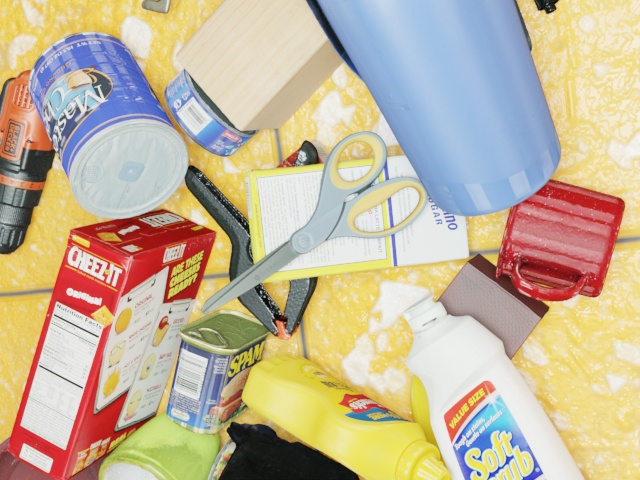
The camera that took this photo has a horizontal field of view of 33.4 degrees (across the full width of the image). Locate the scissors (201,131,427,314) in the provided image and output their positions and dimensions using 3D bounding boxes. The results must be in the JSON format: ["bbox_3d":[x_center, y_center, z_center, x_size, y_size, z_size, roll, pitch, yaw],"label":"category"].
[{"bbox_3d":[-0.014,-0.020,0.844,0.201,0.016,0.096,-20,94,-7],"label":"scissors"}]

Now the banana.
[{"bbox_3d":[0.126,0.178,0.912,0.070,0.037,0.198,-28,86,22],"label":"banana"}]

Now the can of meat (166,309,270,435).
[{"bbox_3d":[-0.092,0.117,0.957,0.057,0.102,0.084,19,105,18],"label":"can of meat"}]

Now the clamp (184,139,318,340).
[{"bbox_3d":[-0.056,0.001,0.928,0.120,0.039,0.171,-1,95,20],"label":"clamp"}]

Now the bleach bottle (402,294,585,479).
[{"bbox_3d":[0.135,0.161,0.850,0.103,0.068,0.251,-31,90,25],"label":"bleach bottle"}]

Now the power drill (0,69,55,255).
[{"bbox_3d":[-0.351,-0.096,1.057,0.188,0.057,0.184,20,100,15],"label":"power drill"}]

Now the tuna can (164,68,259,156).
[{"bbox_3d":[-0.095,-0.115,0.937,0.034,0.086,0.086,-40,82,22],"label":"tuna can"}]

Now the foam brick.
[{"bbox_3d":[0.142,0.056,0.884,0.078,0.051,0.053,39,108,12],"label":"foam brick"}]

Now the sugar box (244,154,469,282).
[{"bbox_3d":[0.030,-0.021,0.883,0.176,0.048,0.093,-6,95,-9],"label":"sugar box"}]

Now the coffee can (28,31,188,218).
[{"bbox_3d":[-0.188,-0.102,0.936,0.103,0.102,0.140,-49,49,19],"label":"coffee can"}]

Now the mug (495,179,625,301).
[{"bbox_3d":[0.185,0.004,0.830,0.081,0.117,0.093,16,133,14],"label":"mug"}]

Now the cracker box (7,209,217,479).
[{"bbox_3d":[-0.185,0.087,0.956,0.072,0.164,0.214,23,105,15],"label":"cracker box"}]

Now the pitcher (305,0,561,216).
[{"bbox_3d":[0.079,-0.140,0.773,0.145,0.149,0.242,-23,121,11],"label":"pitcher"}]

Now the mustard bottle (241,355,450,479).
[{"bbox_3d":[0.029,0.156,0.883,0.192,0.096,0.058,25,95,41],"label":"mustard bottle"}]

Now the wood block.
[{"bbox_3d":[-0.011,-0.194,0.891,0.206,0.090,0.090,-44,80,20],"label":"wood block"}]
